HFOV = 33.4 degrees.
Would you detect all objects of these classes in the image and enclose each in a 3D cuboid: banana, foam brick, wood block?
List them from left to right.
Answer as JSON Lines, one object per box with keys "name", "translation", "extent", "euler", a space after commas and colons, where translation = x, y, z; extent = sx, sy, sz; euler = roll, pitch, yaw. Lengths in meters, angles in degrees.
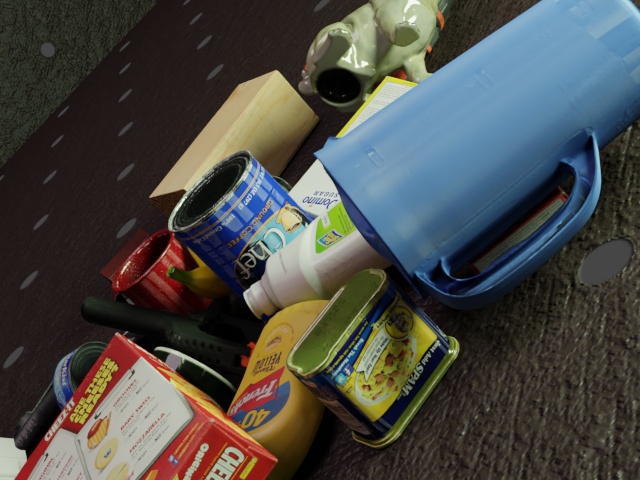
{"name": "foam brick", "translation": [-0.228, 0.033, 1.342], "extent": [0.078, 0.051, 0.053], "euler": [-48, 24, -9]}
{"name": "banana", "translation": [-0.113, 0.024, 1.084], "extent": [0.037, 0.069, 0.198], "euler": [-49, 9, 5]}
{"name": "wood block", "translation": [-0.104, -0.100, 1.315], "extent": [0.091, 0.090, 0.206], "euler": [-10, 39, 53]}

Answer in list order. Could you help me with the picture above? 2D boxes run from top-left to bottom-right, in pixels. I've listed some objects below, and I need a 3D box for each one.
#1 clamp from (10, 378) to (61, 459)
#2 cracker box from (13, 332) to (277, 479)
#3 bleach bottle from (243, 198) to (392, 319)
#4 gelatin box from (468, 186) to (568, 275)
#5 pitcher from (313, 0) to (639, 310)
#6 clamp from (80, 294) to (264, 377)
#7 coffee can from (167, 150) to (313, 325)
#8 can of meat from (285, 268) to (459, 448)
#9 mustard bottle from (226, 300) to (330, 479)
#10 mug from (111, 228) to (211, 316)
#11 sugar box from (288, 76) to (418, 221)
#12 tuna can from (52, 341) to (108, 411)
{"name": "clamp", "translation": [-0.315, 0.204, 1.188], "extent": [0.171, 0.039, 0.120], "euler": [-59, 7, -18]}
{"name": "cracker box", "translation": [-0.141, 0.177, 0.787], "extent": [0.164, 0.072, 0.214], "euler": [-55, 28, -7]}
{"name": "bleach bottle", "translation": [0.044, -0.015, 0.910], "extent": [0.251, 0.068, 0.102], "euler": [-33, 26, 9]}
{"name": "gelatin box", "translation": [0.148, -0.015, 0.820], "extent": [0.089, 0.030, 0.073], "euler": [-40, 23, 11]}
{"name": "pitcher", "translation": [0.131, -0.071, 0.766], "extent": [0.243, 0.149, 0.145], "euler": [-37, 9, 2]}
{"name": "clamp", "translation": [-0.123, 0.084, 1.000], "extent": [0.210, 0.164, 0.036], "euler": [25, 113, 59]}
{"name": "coffee can", "translation": [-0.056, 0.001, 0.991], "extent": [0.103, 0.140, 0.103], "euler": [-36, 24, 18]}
{"name": "can of meat", "translation": [0.037, 0.083, 0.767], "extent": [0.102, 0.084, 0.058], "euler": [-51, 24, -17]}
{"name": "mustard bottle", "translation": [-0.037, 0.136, 0.832], "extent": [0.096, 0.058, 0.191], "euler": [-25, 29, 40]}
{"name": "mug", "translation": [-0.178, 0.053, 1.182], "extent": [0.117, 0.081, 0.093], "euler": [-32, 25, 27]}
{"name": "sugar box", "translation": [0.052, -0.078, 1.047], "extent": [0.093, 0.048, 0.176], "euler": [24, 71, 46]}
{"name": "tuna can", "translation": [-0.232, 0.150, 1.100], "extent": [0.034, 0.086, 0.086], "euler": [-30, 26, 33]}
